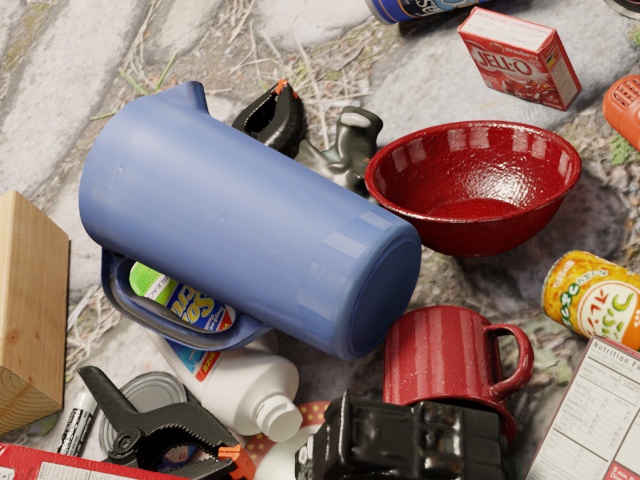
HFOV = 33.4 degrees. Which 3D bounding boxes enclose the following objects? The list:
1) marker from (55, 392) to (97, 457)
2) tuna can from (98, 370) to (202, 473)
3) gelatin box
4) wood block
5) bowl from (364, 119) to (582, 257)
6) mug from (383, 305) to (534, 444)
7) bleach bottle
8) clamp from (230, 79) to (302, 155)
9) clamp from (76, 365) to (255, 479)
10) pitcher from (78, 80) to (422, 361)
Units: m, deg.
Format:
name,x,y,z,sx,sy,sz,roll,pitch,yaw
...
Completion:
name,x,y,z,sx,sy,sz,roll,pitch,yaw
marker,-0.219,0.188,0.911,0.020,0.020,0.121,-3,56,31
tuna can,-0.137,0.152,0.875,0.086,0.033,0.086,-17,50,21
gelatin box,0.164,-0.150,0.883,0.089,0.073,0.030,27,74,42
wood block,-0.300,0.067,1.005,0.091,0.090,0.206,-23,48,16
bowl,0.116,-0.033,0.813,0.162,0.055,0.162,-6,31,3
mug,0.093,0.094,0.730,0.117,0.093,0.081,-31,39,32
bleach bottle,-0.082,0.071,0.870,0.102,0.068,0.251,-47,43,0
clamp,-0.061,-0.077,0.996,0.120,0.039,0.171,21,70,39
clamp,-0.140,0.155,0.806,0.210,0.036,0.164,-9,42,25
pitcher,-0.055,0.001,0.794,0.243,0.149,0.144,27,51,26
